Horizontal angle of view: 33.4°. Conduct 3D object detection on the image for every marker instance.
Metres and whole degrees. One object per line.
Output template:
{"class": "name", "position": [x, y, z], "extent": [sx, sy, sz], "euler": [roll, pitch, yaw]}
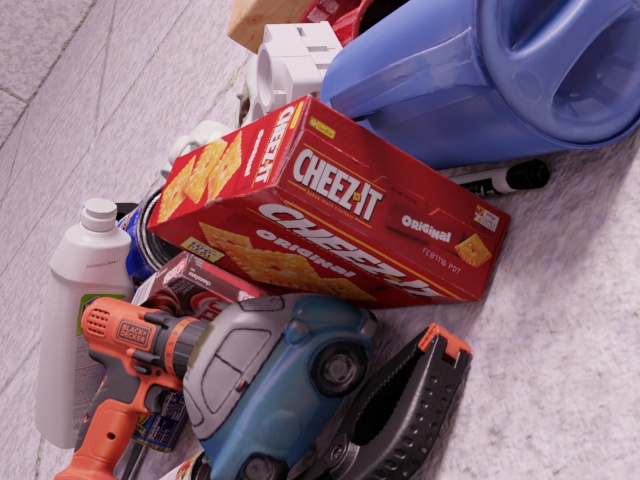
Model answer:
{"class": "marker", "position": [0.110, -0.038, 0.716], "extent": [0.121, 0.020, 0.020], "euler": [-8, 56, 62]}

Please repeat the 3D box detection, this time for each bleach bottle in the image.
{"class": "bleach bottle", "position": [-0.216, 0.076, 1.022], "extent": [0.068, 0.102, 0.251], "euler": [32, 123, 34]}

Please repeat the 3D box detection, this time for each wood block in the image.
{"class": "wood block", "position": [-0.004, -0.290, 1.144], "extent": [0.206, 0.090, 0.091], "euler": [-44, 28, 35]}

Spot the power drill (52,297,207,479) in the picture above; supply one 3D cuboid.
{"class": "power drill", "position": [-0.144, 0.153, 0.906], "extent": [0.185, 0.057, 0.187], "euler": [14, 83, 29]}

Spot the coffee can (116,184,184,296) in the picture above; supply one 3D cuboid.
{"class": "coffee can", "position": [-0.149, 0.004, 1.064], "extent": [0.140, 0.102, 0.102], "euler": [-24, 42, 65]}

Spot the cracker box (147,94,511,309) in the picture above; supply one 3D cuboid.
{"class": "cracker box", "position": [-0.004, -0.011, 0.734], "extent": [0.214, 0.164, 0.072], "euler": [-11, 55, 61]}

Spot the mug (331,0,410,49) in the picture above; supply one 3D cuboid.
{"class": "mug", "position": [0.063, -0.164, 0.886], "extent": [0.117, 0.093, 0.082], "euler": [-34, 11, -18]}

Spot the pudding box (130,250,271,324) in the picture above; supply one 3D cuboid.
{"class": "pudding box", "position": [-0.110, 0.057, 0.964], "extent": [0.114, 0.090, 0.039], "euler": [-31, 35, 50]}

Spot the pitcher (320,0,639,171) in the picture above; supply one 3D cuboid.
{"class": "pitcher", "position": [0.086, -0.106, 0.695], "extent": [0.243, 0.149, 0.145], "euler": [-11, 53, 65]}

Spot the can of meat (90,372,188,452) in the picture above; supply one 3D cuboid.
{"class": "can of meat", "position": [-0.159, 0.138, 0.990], "extent": [0.102, 0.057, 0.084], "euler": [24, 87, 47]}

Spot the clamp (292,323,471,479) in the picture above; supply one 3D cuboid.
{"class": "clamp", "position": [0.019, 0.143, 0.672], "extent": [0.210, 0.036, 0.165], "euler": [-58, 17, -1]}
